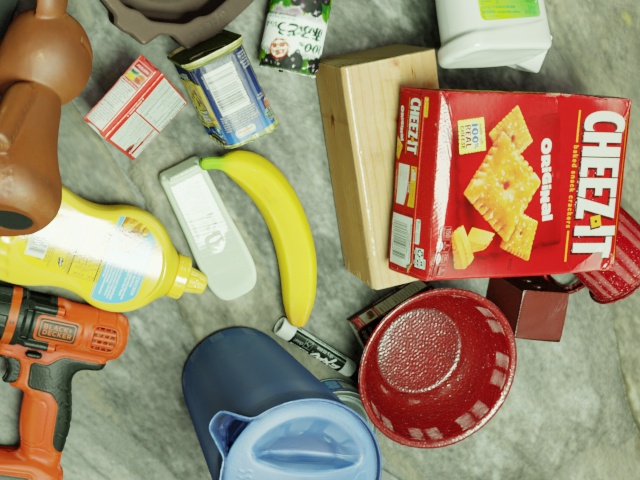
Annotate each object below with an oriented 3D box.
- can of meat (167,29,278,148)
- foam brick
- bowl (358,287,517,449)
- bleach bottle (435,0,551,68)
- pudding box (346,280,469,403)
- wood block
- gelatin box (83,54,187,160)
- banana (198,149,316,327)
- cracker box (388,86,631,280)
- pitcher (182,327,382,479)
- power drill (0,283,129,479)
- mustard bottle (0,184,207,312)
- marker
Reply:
[{"bbox_3d":[-0.084,-0.132,0.929,0.057,0.102,0.084,-28,111,-10],"label":"can of meat"},{"bbox_3d":[0.206,0.065,1.077,0.053,0.078,0.051,6,102,-18],"label":"foam brick"},{"bbox_3d":[0.105,0.115,1.027,0.162,0.055,0.162,-5,106,-16],"label":"bowl"},{"bbox_3d":[0.136,-0.284,0.952,0.102,0.068,0.251,-7,84,-26],"label":"bleach bottle"},{"bbox_3d":[0.091,0.105,1.072,0.090,0.039,0.113,-32,110,-7],"label":"pudding box"},{"bbox_3d":[0.062,-0.070,0.993,0.090,0.091,0.206,-13,107,-14],"label":"wood block"},{"bbox_3d":[-0.158,-0.113,0.918,0.030,0.089,0.073,42,89,10],"label":"gelatin box"},{"bbox_3d":[-0.044,-0.012,1.001,0.069,0.037,0.197,-35,113,-14],"label":"banana"},{"bbox_3d":[0.171,-0.051,0.953,0.213,0.072,0.164,-2,101,-27],"label":"cracker box"},{"bbox_3d":[-0.040,0.167,0.936,0.144,0.243,0.149,-12,106,-14],"label":"pitcher"},{"bbox_3d":[-0.279,0.133,0.953,0.184,0.057,0.188,14,98,-19],"label":"power drill"},{"bbox_3d":[-0.192,0.011,0.950,0.191,0.058,0.096,19,96,-19],"label":"mustard bottle"},{"bbox_3d":[0.006,0.113,1.058,0.121,0.020,0.020,34,91,-22],"label":"marker"}]
